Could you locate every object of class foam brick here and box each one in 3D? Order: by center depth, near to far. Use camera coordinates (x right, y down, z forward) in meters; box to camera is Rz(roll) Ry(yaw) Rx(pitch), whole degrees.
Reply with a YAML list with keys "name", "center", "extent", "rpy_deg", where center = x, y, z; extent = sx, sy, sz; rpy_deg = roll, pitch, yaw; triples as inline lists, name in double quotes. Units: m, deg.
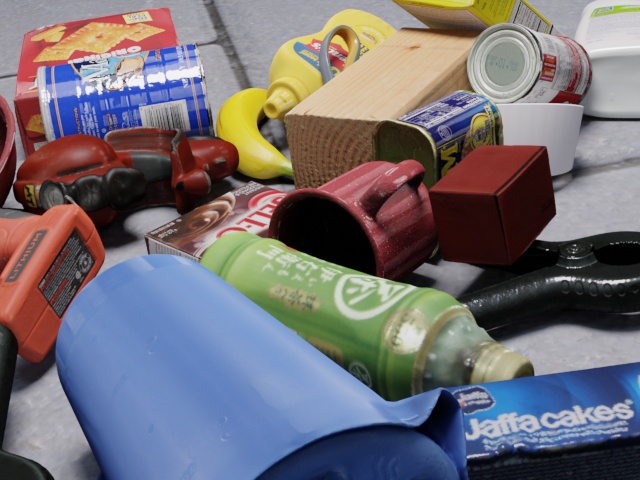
- name: "foam brick"
  center: [0.114, -0.024, 0.701]
  extent: [0.051, 0.053, 0.078]
  rpy_deg: [4, 29, 36]

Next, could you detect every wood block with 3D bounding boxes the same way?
- name: "wood block"
  center: [0.065, -0.100, 0.879]
  extent: [0.091, 0.090, 0.205]
  rpy_deg: [9, 32, 29]

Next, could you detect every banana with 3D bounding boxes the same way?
- name: "banana"
  center: [-0.062, -0.097, 0.965]
  extent: [0.069, 0.037, 0.198]
  rpy_deg: [16, 25, -21]

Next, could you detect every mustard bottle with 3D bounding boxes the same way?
- name: "mustard bottle"
  center: [0.008, -0.155, 1.002]
  extent: [0.096, 0.058, 0.191]
  rpy_deg: [41, 43, 10]

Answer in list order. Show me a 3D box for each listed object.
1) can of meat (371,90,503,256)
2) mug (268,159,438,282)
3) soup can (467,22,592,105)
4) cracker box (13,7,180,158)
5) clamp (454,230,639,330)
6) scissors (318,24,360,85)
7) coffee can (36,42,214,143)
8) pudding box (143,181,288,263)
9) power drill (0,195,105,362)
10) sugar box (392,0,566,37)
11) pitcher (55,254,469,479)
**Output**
- name: "can of meat"
  center: [0.087, -0.050, 0.770]
  extent: [0.058, 0.102, 0.083]
  rpy_deg: [21, 37, 41]
- name: "mug"
  center: [0.031, -0.011, 0.704]
  extent: [0.093, 0.117, 0.081]
  rpy_deg: [45, 43, 14]
- name: "soup can"
  center: [0.175, -0.142, 0.889]
  extent: [0.069, 0.068, 0.102]
  rpy_deg: [15, 11, 35]
- name: "cracker box"
  center: [-0.221, -0.167, 1.087]
  extent: [0.164, 0.072, 0.214]
  rpy_deg: [-11, 29, -6]
- name: "clamp"
  center: [0.160, 0.017, 0.696]
  extent: [0.171, 0.039, 0.120]
  rpy_deg: [-5, 31, 5]
- name: "scissors"
  center: [0.026, -0.100, 0.932]
  extent: [0.016, 0.096, 0.201]
  rpy_deg: [-28, 47, 44]
- name: "coffee can"
  center: [-0.169, -0.113, 0.943]
  extent: [0.140, 0.103, 0.103]
  rpy_deg: [-11, 28, -6]
- name: "pudding box"
  center: [-0.055, 0.001, 0.772]
  extent: [0.090, 0.039, 0.113]
  rpy_deg: [19, 38, 39]
- name: "power drill"
  center: [-0.254, 0.026, 0.716]
  extent: [0.188, 0.057, 0.184]
  rpy_deg: [10, 56, 25]
- name: "sugar box"
  center: [0.147, -0.202, 0.970]
  extent: [0.093, 0.048, 0.175]
  rpy_deg: [18, 1, 39]
- name: "pitcher"
  center: [-0.053, 0.102, 0.511]
  extent: [0.149, 0.145, 0.243]
  rpy_deg: [-8, 22, -27]
